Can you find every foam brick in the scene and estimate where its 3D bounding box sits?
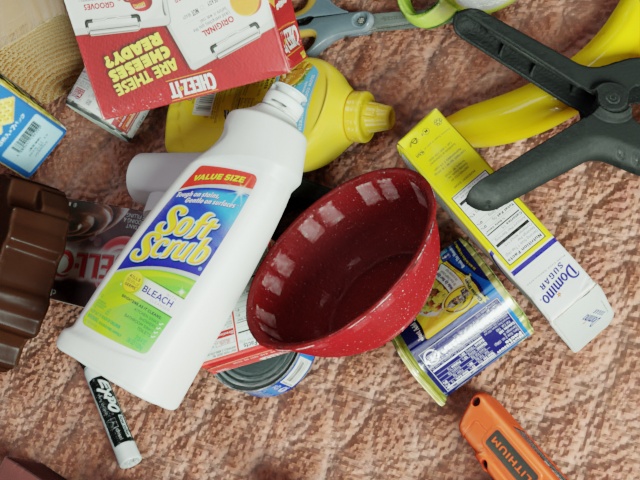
[{"bbox_3d":[-0.240,0.223,0.864,0.051,0.053,0.078,22,82,28],"label":"foam brick"}]

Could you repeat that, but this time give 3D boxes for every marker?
[{"bbox_3d":[-0.178,0.132,0.885,0.020,0.020,0.121,-34,62,10],"label":"marker"}]

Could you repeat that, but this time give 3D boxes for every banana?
[{"bbox_3d":[0.179,-0.121,0.800,0.198,0.037,0.070,-38,44,7],"label":"banana"}]

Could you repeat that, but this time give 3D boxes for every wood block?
[{"bbox_3d":[-0.269,-0.246,1.006,0.090,0.090,0.206,-27,61,14],"label":"wood block"}]

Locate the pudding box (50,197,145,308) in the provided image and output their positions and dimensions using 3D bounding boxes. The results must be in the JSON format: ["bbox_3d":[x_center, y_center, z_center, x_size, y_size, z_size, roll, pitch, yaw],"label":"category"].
[{"bbox_3d":[-0.192,0.015,0.919,0.114,0.039,0.090,9,78,27],"label":"pudding box"}]

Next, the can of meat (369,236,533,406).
[{"bbox_3d":[0.092,0.053,0.750,0.084,0.057,0.102,-37,29,6],"label":"can of meat"}]

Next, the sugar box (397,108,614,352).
[{"bbox_3d":[0.130,-0.007,0.749,0.048,0.093,0.176,-43,62,5],"label":"sugar box"}]

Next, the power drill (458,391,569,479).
[{"bbox_3d":[0.071,0.194,0.731,0.188,0.057,0.184,-46,64,7],"label":"power drill"}]

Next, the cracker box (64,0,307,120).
[{"bbox_3d":[-0.119,-0.218,0.821,0.164,0.072,0.214,-11,106,19],"label":"cracker box"}]

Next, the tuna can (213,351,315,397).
[{"bbox_3d":[-0.046,0.079,0.834,0.086,0.033,0.086,-8,70,22],"label":"tuna can"}]

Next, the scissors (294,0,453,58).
[{"bbox_3d":[0.027,-0.198,0.904,0.202,0.016,0.096,-15,67,19],"label":"scissors"}]

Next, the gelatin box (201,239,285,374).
[{"bbox_3d":[-0.060,0.050,0.812,0.073,0.030,0.089,-18,66,18],"label":"gelatin box"}]

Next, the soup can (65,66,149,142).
[{"bbox_3d":[-0.172,-0.147,0.947,0.069,0.068,0.102,29,87,29],"label":"soup can"}]

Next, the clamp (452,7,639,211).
[{"bbox_3d":[0.189,-0.078,0.725,0.210,0.036,0.164,9,60,-1],"label":"clamp"}]

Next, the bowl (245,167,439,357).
[{"bbox_3d":[0.026,0.026,0.744,0.162,0.055,0.162,-31,31,21],"label":"bowl"}]

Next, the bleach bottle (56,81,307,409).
[{"bbox_3d":[-0.089,-0.007,0.792,0.103,0.068,0.251,24,81,29],"label":"bleach bottle"}]

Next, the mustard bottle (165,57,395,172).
[{"bbox_3d":[-0.030,-0.104,0.874,0.192,0.058,0.096,5,69,26],"label":"mustard bottle"}]
